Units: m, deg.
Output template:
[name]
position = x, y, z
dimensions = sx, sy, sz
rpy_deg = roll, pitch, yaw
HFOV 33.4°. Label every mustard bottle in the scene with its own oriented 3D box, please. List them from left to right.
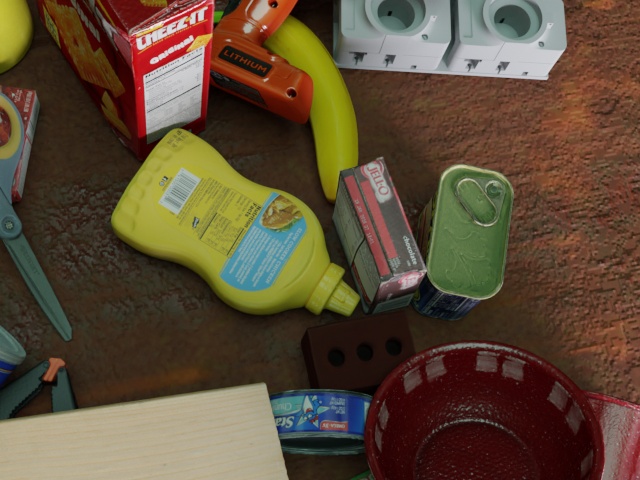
[mustard bottle]
position = -0.055, 0.001, 0.812
dimensions = 0.191, 0.058, 0.096
rpy_deg = 31, 73, 4

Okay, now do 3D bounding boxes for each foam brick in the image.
[foam brick]
position = 0.029, 0.088, 0.798
dimensions = 0.078, 0.051, 0.053
rpy_deg = -10, 74, -10

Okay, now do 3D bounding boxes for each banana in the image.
[banana]
position = -0.015, -0.124, 0.872
dimensions = 0.069, 0.037, 0.198
rpy_deg = -36, 77, 6

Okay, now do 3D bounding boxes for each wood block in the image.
[wood block]
position = -0.134, 0.159, 0.697
dimensions = 0.205, 0.090, 0.091
rpy_deg = -4, 71, -32

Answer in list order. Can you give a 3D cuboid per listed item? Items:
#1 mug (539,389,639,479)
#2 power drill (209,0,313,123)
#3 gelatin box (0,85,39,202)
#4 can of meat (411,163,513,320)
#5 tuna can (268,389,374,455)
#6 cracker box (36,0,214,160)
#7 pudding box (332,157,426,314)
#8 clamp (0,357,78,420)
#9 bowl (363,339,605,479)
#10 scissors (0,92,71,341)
[mug]
position = 0.212, 0.166, 0.785
dimensions = 0.117, 0.093, 0.081
rpy_deg = 29, 72, -36
[power drill]
position = -0.002, -0.189, 0.831
dimensions = 0.185, 0.057, 0.187
rpy_deg = 24, 79, 19
[gelatin box]
position = -0.263, -0.077, 0.826
dimensions = 0.073, 0.030, 0.089
rpy_deg = 7, 71, -5
[can of meat]
position = 0.105, 0.005, 0.817
dimensions = 0.057, 0.084, 0.102
rpy_deg = 11, 71, -3
[tuna can]
position = 0.000, 0.131, 0.763
dimensions = 0.086, 0.086, 0.034
rpy_deg = 3, 70, -6
[cracker box]
position = -0.151, -0.172, 0.773
dimensions = 0.072, 0.214, 0.164
rpy_deg = -32, 79, -16
[pudding box]
position = 0.041, 0.000, 0.796
dimensions = 0.039, 0.113, 0.090
rpy_deg = -17, 75, -9
[clamp]
position = -0.227, 0.162, 0.749
dimensions = 0.120, 0.039, 0.171
rpy_deg = 15, 71, -13
[bowl]
position = 0.110, 0.149, 0.738
dimensions = 0.162, 0.055, 0.162
rpy_deg = -1, 50, 1
[scissors]
position = -0.225, -0.029, 0.795
dimensions = 0.201, 0.016, 0.096
rpy_deg = 50, 61, -16
